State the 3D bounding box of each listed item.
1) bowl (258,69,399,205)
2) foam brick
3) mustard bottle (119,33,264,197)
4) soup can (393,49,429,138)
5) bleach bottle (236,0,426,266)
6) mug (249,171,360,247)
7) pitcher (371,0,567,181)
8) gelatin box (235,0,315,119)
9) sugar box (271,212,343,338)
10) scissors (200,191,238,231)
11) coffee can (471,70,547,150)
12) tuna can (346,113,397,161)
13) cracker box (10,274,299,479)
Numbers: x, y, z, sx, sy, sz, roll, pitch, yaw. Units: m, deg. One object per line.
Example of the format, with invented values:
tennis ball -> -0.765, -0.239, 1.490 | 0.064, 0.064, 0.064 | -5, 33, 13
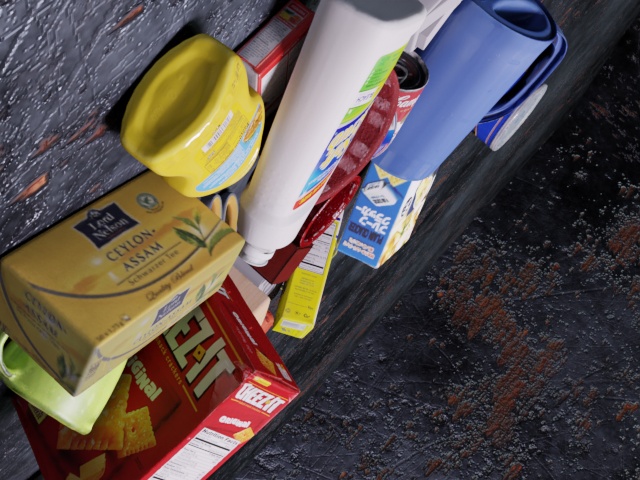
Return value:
bowl -> -0.004, -0.108, 0.971 | 0.162, 0.055, 0.162 | -36, 151, -24
foam brick -> -0.057, 0.001, 1.138 | 0.051, 0.078, 0.053 | -52, 167, 16
mustard bottle -> -0.083, -0.080, 0.788 | 0.096, 0.058, 0.191 | -55, 170, -3
soup can -> 0.064, -0.151, 1.136 | 0.068, 0.068, 0.102 | -41, 167, -40
bleach bottle -> -0.006, -0.086, 0.862 | 0.102, 0.068, 0.251 | -40, 160, -57
mug -> -0.013, -0.058, 1.097 | 0.117, 0.081, 0.093 | -35, 162, -54
pitcher -> 0.152, -0.180, 1.205 | 0.243, 0.149, 0.144 | -53, 171, 37
gelatin box -> -0.037, -0.140, 0.849 | 0.073, 0.030, 0.089 | -48, 169, -20
sugar box -> -0.013, 0.023, 1.283 | 0.093, 0.048, 0.176 | 126, -22, -73
scissors -> -0.098, 0.041, 1.034 | 0.096, 0.016, 0.202 | -60, 154, -58
coffee can -> 0.193, -0.194, 1.320 | 0.102, 0.140, 0.103 | -47, 169, -12
tuna can -> 0.030, -0.119, 1.054 | 0.086, 0.086, 0.033 | -54, 168, 20
cracker box -> -0.145, 0.129, 0.891 | 0.214, 0.164, 0.072 | -44, 142, 10
